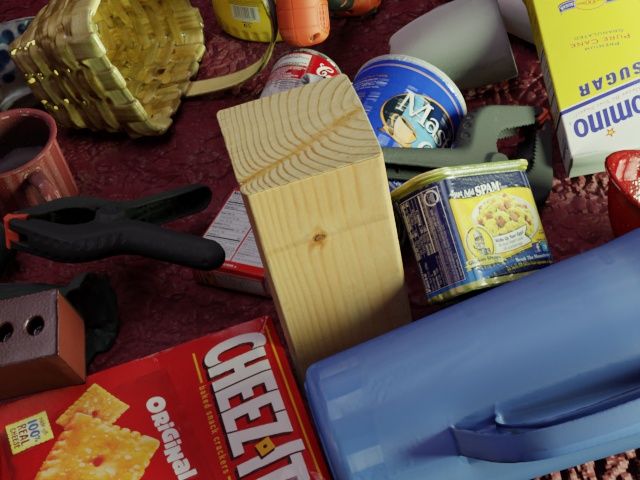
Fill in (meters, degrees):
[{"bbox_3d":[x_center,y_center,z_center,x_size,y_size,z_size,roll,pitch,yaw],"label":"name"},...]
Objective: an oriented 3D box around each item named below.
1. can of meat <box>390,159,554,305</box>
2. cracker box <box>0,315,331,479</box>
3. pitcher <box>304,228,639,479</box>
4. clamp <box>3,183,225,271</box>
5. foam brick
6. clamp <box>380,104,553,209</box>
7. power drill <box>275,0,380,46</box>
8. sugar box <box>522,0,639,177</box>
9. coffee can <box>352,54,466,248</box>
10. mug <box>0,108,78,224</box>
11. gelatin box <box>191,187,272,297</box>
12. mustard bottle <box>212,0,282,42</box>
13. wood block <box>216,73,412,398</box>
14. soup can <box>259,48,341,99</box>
[{"bbox_3d":[0.108,-0.005,0.734,0.101,0.058,0.084,-8,77,-35],"label":"can of meat"},{"bbox_3d":[-0.107,0.155,0.707,0.213,0.072,0.164,-19,44,-5],"label":"cracker box"},{"bbox_3d":[0.119,0.093,0.667,0.243,0.149,0.145,-20,58,0],"label":"pitcher"},{"bbox_3d":[-0.159,-0.015,0.847,0.171,0.039,0.120,4,22,-4],"label":"clamp"},{"bbox_3d":[-0.204,0.072,0.724,0.078,0.051,0.053,-13,59,6],"label":"foam brick"},{"bbox_3d":[0.135,-0.038,0.829,0.209,0.164,0.036,-37,3,-43],"label":"clamp"},{"bbox_3d":[0.000,-0.280,1.012,0.057,0.184,0.187,1,12,22],"label":"power drill"},{"bbox_3d":[0.233,-0.146,0.888,0.093,0.048,0.176,-11,68,4],"label":"sugar box"},{"bbox_3d":[0.047,-0.068,0.865,0.103,0.103,0.140,12,50,24],"label":"coffee can"},{"bbox_3d":[-0.258,-0.052,0.942,0.093,0.081,0.117,-39,49,-23],"label":"mug"},{"bbox_3d":[-0.056,0.001,0.876,0.073,0.030,0.089,11,50,25],"label":"gelatin box"},{"bbox_3d":[-0.075,-0.289,1.049,0.096,0.191,0.058,14,51,26],"label":"mustard bottle"},{"bbox_3d":[0.003,0.004,0.733,0.091,0.206,0.090,-17,45,-3],"label":"wood block"},{"bbox_3d":[-0.024,-0.113,0.952,0.069,0.068,0.102,3,48,17],"label":"soup can"}]
